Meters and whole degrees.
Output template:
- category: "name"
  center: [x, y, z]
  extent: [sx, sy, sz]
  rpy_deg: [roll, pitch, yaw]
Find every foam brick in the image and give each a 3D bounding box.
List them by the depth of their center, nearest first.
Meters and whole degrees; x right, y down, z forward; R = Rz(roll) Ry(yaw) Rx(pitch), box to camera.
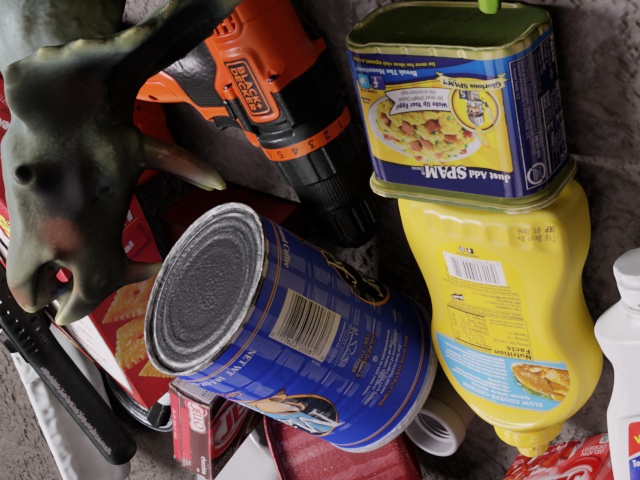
- category: "foam brick"
  center: [-0.055, 0.001, 0.692]
  extent: [0.078, 0.051, 0.053]
  rpy_deg: [18, 137, 30]

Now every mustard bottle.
- category: "mustard bottle"
  center: [0.105, 0.048, 0.585]
  extent: [0.096, 0.058, 0.191]
  rpy_deg: [11, 132, 34]

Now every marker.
- category: "marker"
  center: [-0.113, 0.100, 0.834]
  extent: [0.020, 0.020, 0.121]
  rpy_deg: [31, 121, 15]

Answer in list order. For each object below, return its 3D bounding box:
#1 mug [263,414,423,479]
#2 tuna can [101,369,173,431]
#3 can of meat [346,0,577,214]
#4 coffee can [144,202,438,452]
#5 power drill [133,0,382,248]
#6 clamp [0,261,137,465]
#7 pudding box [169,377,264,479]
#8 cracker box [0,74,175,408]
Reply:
- category: "mug"
  center: [0.018, 0.140, 0.723]
  extent: [0.117, 0.081, 0.093]
  rpy_deg: [19, -132, -84]
- category: "tuna can"
  center: [-0.143, 0.120, 0.901]
  extent: [0.086, 0.033, 0.086]
  rpy_deg: [25, 139, 23]
- category: "can of meat"
  center: [0.066, -0.066, 0.514]
  extent: [0.102, 0.057, 0.084]
  rpy_deg: [10, 129, 35]
- category: "coffee can"
  center: [-0.015, 0.053, 0.619]
  extent: [0.140, 0.102, 0.103]
  rpy_deg: [30, 154, -35]
- category: "power drill"
  center: [-0.063, -0.072, 0.629]
  extent: [0.188, 0.057, 0.184]
  rpy_deg: [-2, 124, 41]
- category: "clamp"
  center: [-0.218, 0.059, 0.769]
  extent: [0.165, 0.036, 0.210]
  rpy_deg: [30, 153, 49]
- category: "pudding box"
  center: [-0.057, 0.096, 0.734]
  extent: [0.039, 0.113, 0.090]
  rpy_deg: [25, 140, 17]
- category: "cracker box"
  center: [-0.173, 0.001, 0.731]
  extent: [0.164, 0.072, 0.213]
  rpy_deg: [36, 157, 29]
